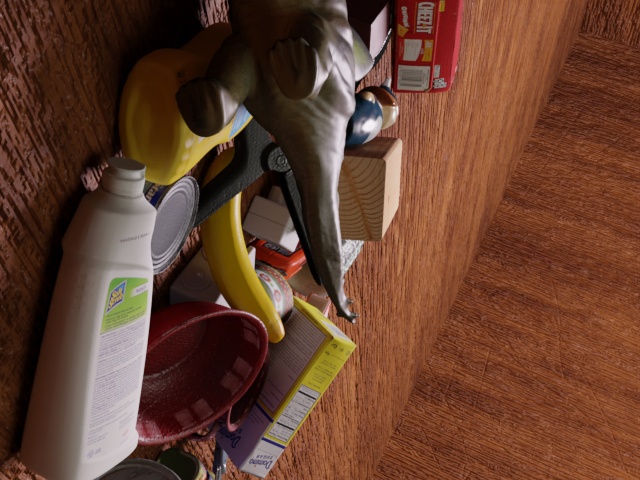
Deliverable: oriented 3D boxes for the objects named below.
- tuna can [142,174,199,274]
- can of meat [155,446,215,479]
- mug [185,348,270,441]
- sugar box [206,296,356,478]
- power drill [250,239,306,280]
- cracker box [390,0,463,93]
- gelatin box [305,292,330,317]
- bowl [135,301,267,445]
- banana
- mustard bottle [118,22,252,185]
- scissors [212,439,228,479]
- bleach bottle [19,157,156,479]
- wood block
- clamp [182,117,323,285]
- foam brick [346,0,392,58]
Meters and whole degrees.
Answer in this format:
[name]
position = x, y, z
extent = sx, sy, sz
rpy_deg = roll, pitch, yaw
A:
[tuna can]
position = -0.134, -0.018, 0.868
extent = 0.086, 0.034, 0.086
rpy_deg = -59, 163, -31
[can of meat]
position = -0.162, 0.285, 1.173
extent = 0.102, 0.057, 0.084
rpy_deg = -63, 162, -22
[mug]
position = -0.113, 0.148, 1.093
extent = 0.093, 0.081, 0.117
rpy_deg = 59, 54, -72
[sugar box]
position = -0.045, 0.157, 1.150
extent = 0.048, 0.093, 0.176
rpy_deg = 28, 98, -38
[power drill]
position = -0.058, 0.082, 1.247
extent = 0.184, 0.057, 0.188
rpy_deg = -38, 147, -65
[cracker box]
position = 0.113, -0.291, 1.148
extent = 0.164, 0.072, 0.213
rpy_deg = 85, 7, -62
[gelatin box]
position = -0.021, 0.118, 1.276
extent = 0.073, 0.030, 0.089
rpy_deg = 102, 13, -52
[bowl]
position = -0.128, 0.108, 0.958
extent = 0.162, 0.055, 0.162
rpy_deg = -26, 143, -22
[banana]
position = -0.075, -0.001, 0.981
extent = 0.037, 0.069, 0.198
rpy_deg = -177, -98, -81
[mustard bottle]
position = -0.086, -0.120, 0.844
extent = 0.191, 0.058, 0.096
rpy_deg = -46, 147, -56
[scissors]
position = -0.111, 0.258, 1.215
extent = 0.096, 0.016, 0.201
rpy_deg = 82, 6, -52
[bleach bottle]
position = -0.165, 0.057, 0.811
extent = 0.102, 0.068, 0.251
rpy_deg = -30, 138, -63
[wood block]
position = 0.039, -0.065, 1.217
extent = 0.206, 0.090, 0.091
rpy_deg = -52, 145, -76
[clamp]
position = -0.033, -0.065, 0.948
extent = 0.210, 0.164, 0.036
rpy_deg = -67, -155, 2
[foam brick]
position = 0.026, -0.222, 1.067
extent = 0.051, 0.078, 0.053
rpy_deg = -56, 161, -35
